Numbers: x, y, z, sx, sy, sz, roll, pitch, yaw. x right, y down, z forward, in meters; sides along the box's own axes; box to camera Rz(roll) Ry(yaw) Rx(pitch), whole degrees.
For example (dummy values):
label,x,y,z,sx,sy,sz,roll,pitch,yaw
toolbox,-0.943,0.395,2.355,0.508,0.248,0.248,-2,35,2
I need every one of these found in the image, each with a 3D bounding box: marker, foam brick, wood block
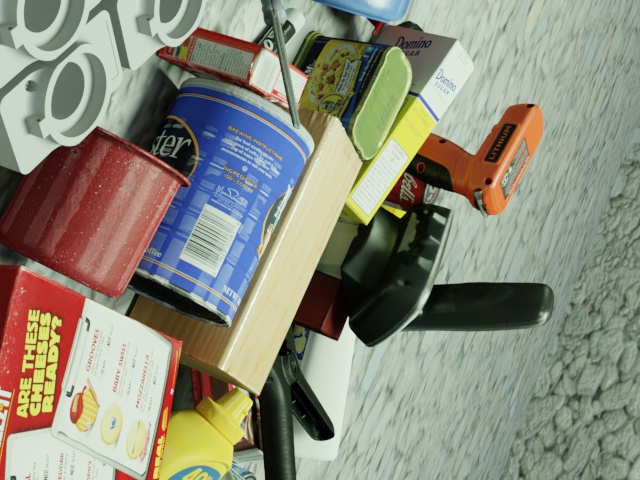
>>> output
label,x,y,z,sx,sy,sz,roll,pitch,yaw
marker,-0.048,-0.138,0.824,0.121,0.020,0.020,-56,154,-34
foam brick,-0.014,0.052,0.987,0.051,0.078,0.053,-66,158,-8
wood block,-0.056,0.001,0.825,0.206,0.091,0.090,-66,158,-13

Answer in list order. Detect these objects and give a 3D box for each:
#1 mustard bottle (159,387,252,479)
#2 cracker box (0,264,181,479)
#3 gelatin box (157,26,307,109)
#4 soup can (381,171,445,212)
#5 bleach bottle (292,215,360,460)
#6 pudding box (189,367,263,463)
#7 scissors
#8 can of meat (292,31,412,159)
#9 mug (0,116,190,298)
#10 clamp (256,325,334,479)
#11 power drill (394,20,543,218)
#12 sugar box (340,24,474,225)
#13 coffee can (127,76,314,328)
label,x,y,z,sx,sy,sz,roll,pitch,yaw
mustard bottle,-0.122,0.184,0.787,0.191,0.058,0.096,-47,154,-10
cracker box,-0.167,0.117,0.642,0.213,0.072,0.164,43,53,-66
gelatin box,-0.059,-0.120,0.740,0.089,0.073,0.030,16,94,-70
soup can,0.070,-0.068,1.058,0.068,0.102,0.068,-50,150,-42
bleach bottle,0.004,0.085,1.066,0.103,0.068,0.251,-156,-103,-75
pudding box,-0.077,0.134,0.905,0.113,0.039,0.090,66,14,-63
scissors,-0.030,-0.154,0.718,0.096,0.016,0.202,58,19,-76
can of meat,0.018,-0.121,0.899,0.102,0.084,0.057,-64,145,-17
mug,-0.138,-0.019,0.631,0.081,0.093,0.117,-63,-166,-6
clamp,-0.039,0.119,0.912,0.164,0.036,0.210,-63,138,-67
power drill,0.107,-0.112,0.995,0.184,0.188,0.057,-62,151,-14
sugar box,0.051,-0.105,0.942,0.176,0.093,0.048,-53,133,-11
coffee can,-0.079,-0.025,0.730,0.140,0.103,0.102,-66,158,-13
